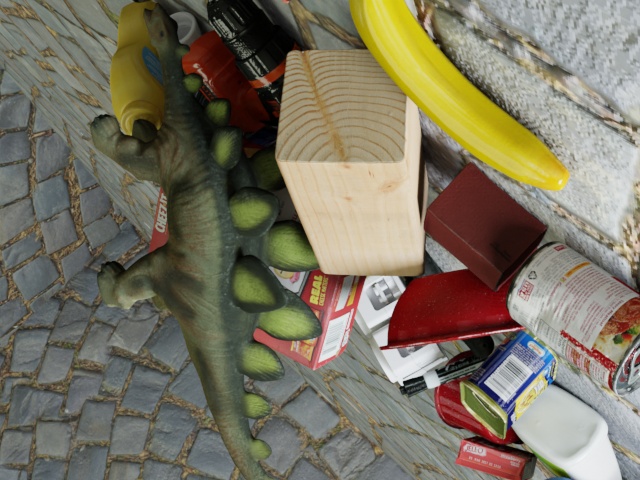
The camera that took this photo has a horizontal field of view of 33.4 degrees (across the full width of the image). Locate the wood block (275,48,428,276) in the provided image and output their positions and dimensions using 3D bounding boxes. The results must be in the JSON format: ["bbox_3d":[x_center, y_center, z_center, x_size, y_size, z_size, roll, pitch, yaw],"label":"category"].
[{"bbox_3d":[0.031,-0.052,0.820,0.090,0.091,0.206,1,157,10],"label":"wood block"}]

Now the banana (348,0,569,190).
[{"bbox_3d":[0.078,-0.102,0.681,0.197,0.037,0.070,47,170,-10],"label":"banana"}]

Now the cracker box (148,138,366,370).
[{"bbox_3d":[-0.057,0.001,1.024,0.214,0.164,0.072,25,-155,26],"label":"cracker box"}]

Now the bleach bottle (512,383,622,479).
[{"bbox_3d":[0.284,0.248,1.151,0.103,0.068,0.250,36,168,43],"label":"bleach bottle"}]

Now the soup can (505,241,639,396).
[{"bbox_3d":[0.191,0.054,0.756,0.102,0.068,0.068,38,167,35],"label":"soup can"}]

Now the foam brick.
[{"bbox_3d":[0.124,-0.009,0.813,0.078,0.053,0.051,43,169,13],"label":"foam brick"}]

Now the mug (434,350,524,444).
[{"bbox_3d":[0.192,0.184,1.179,0.082,0.093,0.117,17,145,59],"label":"mug"}]

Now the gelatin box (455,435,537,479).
[{"bbox_3d":[0.194,0.237,1.165,0.073,0.030,0.089,14,177,21],"label":"gelatin box"}]

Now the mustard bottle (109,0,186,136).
[{"bbox_3d":[-0.179,-0.164,1.105,0.191,0.058,0.096,-93,-20,-48],"label":"mustard bottle"}]

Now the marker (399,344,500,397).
[{"bbox_3d":[0.141,0.138,1.129,0.020,0.121,0.020,165,84,-90],"label":"marker"}]

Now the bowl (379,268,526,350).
[{"bbox_3d":[0.125,0.053,0.887,0.162,0.162,0.055,136,126,-79],"label":"bowl"}]

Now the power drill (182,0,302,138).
[{"bbox_3d":[-0.062,-0.151,0.969,0.184,0.057,0.188,50,168,-25],"label":"power drill"}]

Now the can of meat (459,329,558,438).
[{"bbox_3d":[0.186,0.138,1.045,0.057,0.084,0.102,41,169,22],"label":"can of meat"}]

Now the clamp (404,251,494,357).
[{"bbox_3d":[0.115,0.048,1.093,0.171,0.039,0.120,52,168,-32],"label":"clamp"}]
